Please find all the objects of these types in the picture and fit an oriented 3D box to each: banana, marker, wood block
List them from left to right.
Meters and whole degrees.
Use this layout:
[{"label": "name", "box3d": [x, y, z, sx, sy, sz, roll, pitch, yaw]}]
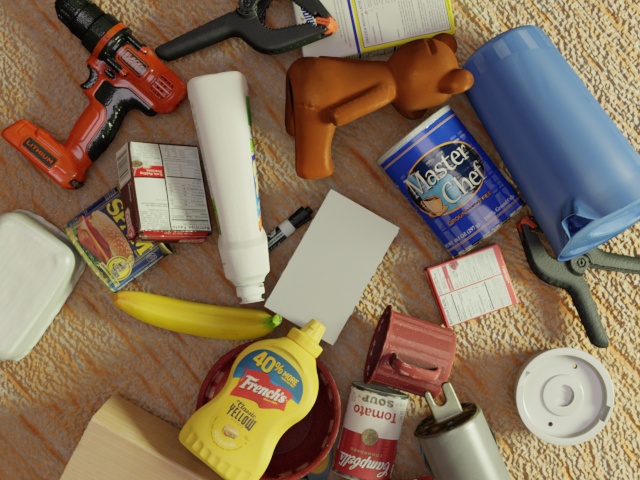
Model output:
[{"label": "wood block", "box3d": [-0.171, 0.267, 1.186, 0.206, 0.090, 0.091, 28, 101, 1]}, {"label": "banana", "box3d": [-0.133, 0.084, 1.206, 0.198, 0.069, 0.037, 5, 58, 11]}, {"label": "marker", "box3d": [-0.058, 0.002, 1.228, 0.121, 0.020, 0.020, -39, 89, 0]}]

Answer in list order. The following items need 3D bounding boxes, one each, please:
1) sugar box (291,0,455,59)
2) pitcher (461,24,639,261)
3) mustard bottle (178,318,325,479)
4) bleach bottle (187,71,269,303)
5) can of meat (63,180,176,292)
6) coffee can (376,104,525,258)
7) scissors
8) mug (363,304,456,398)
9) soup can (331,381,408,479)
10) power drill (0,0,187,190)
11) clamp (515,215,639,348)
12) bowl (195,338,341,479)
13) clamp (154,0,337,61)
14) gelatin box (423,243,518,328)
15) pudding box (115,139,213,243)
[{"label": "sugar box", "box3d": [0.059, -0.258, 1.216, 0.176, 0.048, 0.093, -11, 89, 4]}, {"label": "pitcher", "box3d": [0.260, -0.109, 1.160, 0.145, 0.149, 0.243, -27, 73, -6]}, {"label": "mustard bottle", "box3d": [-0.059, 0.165, 1.147, 0.096, 0.058, 0.191, 35, 82, 17]}, {"label": "bleach bottle", "box3d": [-0.096, -0.056, 1.189, 0.068, 0.102, 0.251, -9, 90, -2]}, {"label": "can of meat", "box3d": [-0.229, -0.003, 1.212, 0.084, 0.057, 0.102, -36, 89, 2]}, {"label": "coffee can", "box3d": [0.144, -0.065, 1.184, 0.103, 0.103, 0.140, -38, 89, 0]}, {"label": "scissors", "box3d": [0.009, 0.297, 1.226, 0.096, 0.016, 0.202, -42, 89, 2]}, {"label": "mug", "box3d": [0.101, 0.129, 1.179, 0.081, 0.117, 0.093, 18, 97, -4]}, {"label": "soup can", "box3d": [0.057, 0.216, 1.201, 0.068, 0.068, 0.102, 13, 89, 1]}, {"label": "power drill", "box3d": [-0.273, -0.166, 1.213, 0.184, 0.057, 0.187, 41, 90, 1]}, {"label": "clamp", "box3d": [0.302, 0.024, 1.214, 0.120, 0.039, 0.171, -41, 88, -16]}, {"label": "bowl", "box3d": [-0.056, 0.194, 1.199, 0.162, 0.055, 0.162, -1, 77, 5]}, {"label": "clamp", "box3d": [-0.079, -0.273, 1.198, 0.210, 0.036, 0.164, 10, 91, 19]}, {"label": "gelatin box", "box3d": [0.171, 0.051, 1.219, 0.089, 0.030, 0.073, -20, 91, 1]}, {"label": "pudding box", "box3d": [-0.173, -0.053, 1.185, 0.089, 0.039, 0.113, 2, 68, -33]}]
